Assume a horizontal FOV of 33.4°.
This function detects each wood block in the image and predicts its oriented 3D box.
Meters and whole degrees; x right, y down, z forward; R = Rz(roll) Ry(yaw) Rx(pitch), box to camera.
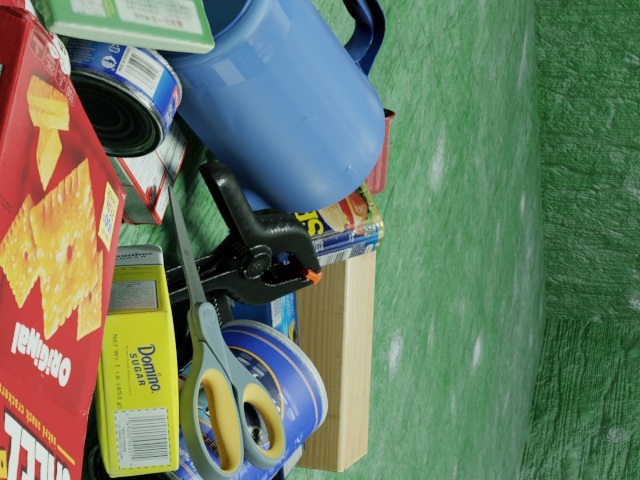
[{"bbox_3d":[-0.005,0.105,1.022,0.090,0.091,0.206,-6,99,-71],"label":"wood block"}]

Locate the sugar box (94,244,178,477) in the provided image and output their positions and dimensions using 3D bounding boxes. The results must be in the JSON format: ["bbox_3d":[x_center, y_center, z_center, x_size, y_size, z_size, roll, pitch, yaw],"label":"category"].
[{"bbox_3d":[-0.111,0.064,0.648,0.176,0.048,0.093,-121,-151,-75],"label":"sugar box"}]

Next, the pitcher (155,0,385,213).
[{"bbox_3d":[-0.039,-0.126,0.739,0.242,0.145,0.149,47,38,-66],"label":"pitcher"}]

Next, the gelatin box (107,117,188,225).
[{"bbox_3d":[-0.125,-0.063,0.723,0.089,0.030,0.073,67,30,-55],"label":"gelatin box"}]

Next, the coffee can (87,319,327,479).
[{"bbox_3d":[-0.075,0.135,0.738,0.140,0.103,0.103,-43,136,-42],"label":"coffee can"}]

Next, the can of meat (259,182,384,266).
[{"bbox_3d":[-0.002,-0.026,0.945,0.057,0.083,0.102,108,-38,-58],"label":"can of meat"}]

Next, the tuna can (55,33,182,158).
[{"bbox_3d":[-0.127,-0.085,0.625,0.086,0.086,0.033,66,35,-55],"label":"tuna can"}]

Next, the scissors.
[{"bbox_3d":[-0.063,0.064,0.695,0.096,0.016,0.202,31,41,-44],"label":"scissors"}]

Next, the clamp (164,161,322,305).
[{"bbox_3d":[-0.055,0.001,0.786,0.171,0.039,0.120,2,129,-50],"label":"clamp"}]

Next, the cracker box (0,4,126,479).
[{"bbox_3d":[-0.145,0.032,0.461,0.164,0.072,0.213,80,11,-63],"label":"cracker box"}]
